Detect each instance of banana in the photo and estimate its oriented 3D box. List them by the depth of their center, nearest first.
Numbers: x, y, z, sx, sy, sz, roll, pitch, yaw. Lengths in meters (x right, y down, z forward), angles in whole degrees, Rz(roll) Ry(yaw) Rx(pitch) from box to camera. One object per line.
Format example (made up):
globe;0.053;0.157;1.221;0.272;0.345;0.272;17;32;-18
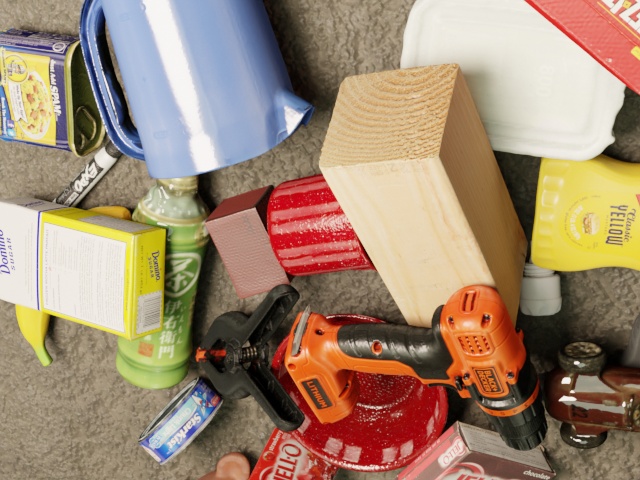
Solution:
banana;-0.244;0.029;1.009;0.069;0.037;0.198;32;118;-2

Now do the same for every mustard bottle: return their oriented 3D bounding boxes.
mustard bottle;0.262;-0.017;0.819;0.192;0.058;0.096;6;112;12

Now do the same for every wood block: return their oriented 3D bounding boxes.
wood block;0.084;-0.025;0.801;0.090;0.090;0.206;-3;142;25

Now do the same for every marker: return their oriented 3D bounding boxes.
marker;-0.207;-0.060;0.966;0.020;0.020;0.121;45;118;-6

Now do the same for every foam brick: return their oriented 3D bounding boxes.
foam brick;-0.056;0.001;0.930;0.053;0.051;0.078;-16;109;22

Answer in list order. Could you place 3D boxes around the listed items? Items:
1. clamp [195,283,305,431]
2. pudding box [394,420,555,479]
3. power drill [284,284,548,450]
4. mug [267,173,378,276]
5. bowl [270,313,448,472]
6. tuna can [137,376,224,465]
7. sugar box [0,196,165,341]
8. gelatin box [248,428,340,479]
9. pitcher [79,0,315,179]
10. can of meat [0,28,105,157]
clamp;-0.062;0.092;0.937;0.172;0.039;0.120;9;92;56
pudding box;0.136;0.209;0.945;0.113;0.039;0.090;19;127;-34
power drill;0.079;0.109;0.855;0.188;0.057;0.184;-6;134;24
mug;0.014;-0.009;0.892;0.082;0.093;0.117;-9;148;25
bowl;0.038;0.126;0.956;0.162;0.055;0.162;7;116;14
tuna can;-0.133;0.170;1.012;0.034;0.086;0.086;45;118;-4
sugar box;-0.213;0.020;0.929;0.176;0.048;0.093;14;106;35
gelatin box;-0.025;0.222;1.000;0.073;0.089;0.030;20;118;8
pitcher;-0.115;-0.176;0.828;0.149;0.145;0.243;-21;106;-13
can of meat;-0.237;-0.129;0.923;0.084;0.057;0.102;10;116;15
